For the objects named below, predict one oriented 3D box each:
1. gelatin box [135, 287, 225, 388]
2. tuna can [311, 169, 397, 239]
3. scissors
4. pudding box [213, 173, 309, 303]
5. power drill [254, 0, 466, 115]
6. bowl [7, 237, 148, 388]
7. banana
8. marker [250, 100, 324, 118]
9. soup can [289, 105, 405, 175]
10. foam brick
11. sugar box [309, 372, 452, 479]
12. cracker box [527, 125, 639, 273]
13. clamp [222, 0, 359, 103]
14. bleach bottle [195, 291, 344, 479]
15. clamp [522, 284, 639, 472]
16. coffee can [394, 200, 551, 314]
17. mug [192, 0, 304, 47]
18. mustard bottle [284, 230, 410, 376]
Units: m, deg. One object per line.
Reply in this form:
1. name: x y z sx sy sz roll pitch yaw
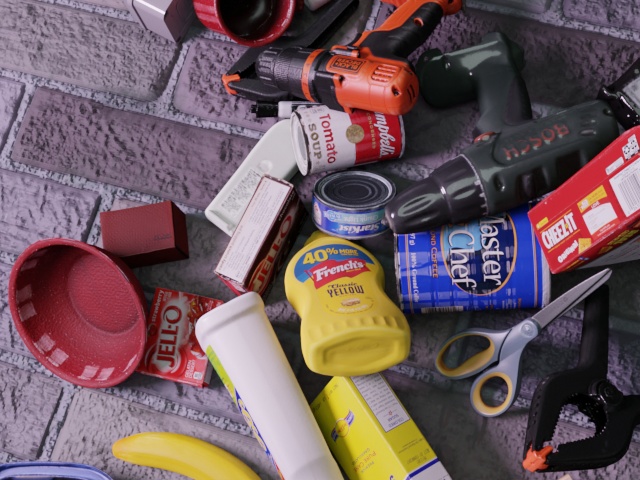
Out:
1. gelatin box: -0.140 0.098 1.078 0.073 0.030 0.089 11 76 12
2. tuna can: 0.034 -0.037 1.061 0.086 0.034 0.086 0 32 0
3. scissors: 0.195 0.101 0.984 0.202 0.016 0.096 -24 87 35
4. pudding box: -0.057 0.001 1.061 0.039 0.090 0.113 22 78 14
5. power drill: 0.047 -0.207 1.070 0.185 0.057 0.187 18 61 32
6. bowl: -0.230 0.064 1.065 0.162 0.055 0.162 9 113 21
7. banana: -0.111 0.232 1.033 0.198 0.037 0.069 33 81 16
8. marker: -0.012 -0.136 1.114 0.121 0.020 0.020 0 74 -6
9. soup can: 0.026 -0.107 1.076 0.102 0.068 0.068 -12 73 -11
10. foam brick: -0.181 -0.004 1.102 0.078 0.051 0.053 -9 74 6
11. sugar box: 0.062 0.205 0.983 0.048 0.093 0.176 -20 67 -33
12. cracker box: 0.316 -0.045 0.934 0.213 0.164 0.072 -9 69 -28
13. clamp: -0.015 -0.181 1.131 0.171 0.039 0.120 -26 63 0
14. bleach bottle: -0.032 0.177 0.995 0.068 0.103 0.251 -26 79 -13
15. clamp: 0.250 0.135 0.968 0.209 0.036 0.165 -25 65 -29
16. coffee can: 0.144 0.017 1.019 0.140 0.103 0.103 -3 74 8
17. mug: -0.074 -0.256 1.131 0.117 0.082 0.093 -5 108 -28
18. mustard bottle: 0.017 0.048 1.016 0.096 0.058 0.192 -8 34 -8
